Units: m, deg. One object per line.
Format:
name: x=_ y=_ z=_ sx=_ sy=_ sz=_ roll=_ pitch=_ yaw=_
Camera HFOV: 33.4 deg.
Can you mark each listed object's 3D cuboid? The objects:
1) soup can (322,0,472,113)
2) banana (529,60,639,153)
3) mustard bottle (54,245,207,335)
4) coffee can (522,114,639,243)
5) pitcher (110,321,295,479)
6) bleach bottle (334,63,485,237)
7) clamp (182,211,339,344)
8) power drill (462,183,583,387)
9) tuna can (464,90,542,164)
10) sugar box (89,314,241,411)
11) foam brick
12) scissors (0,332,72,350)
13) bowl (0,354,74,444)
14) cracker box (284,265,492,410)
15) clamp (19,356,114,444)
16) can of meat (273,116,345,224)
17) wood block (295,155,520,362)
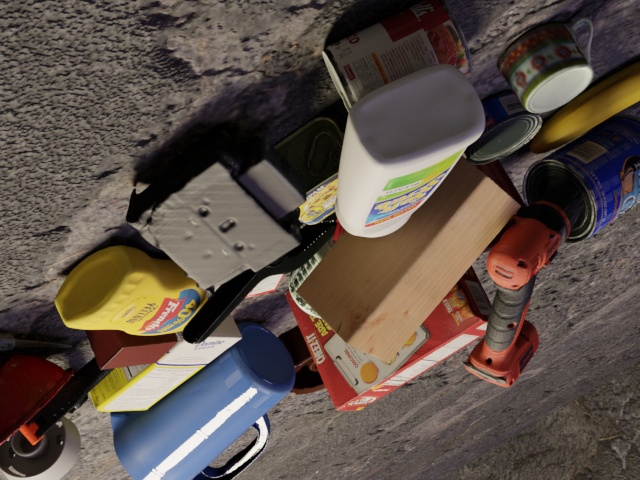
soup can: x=0.061 y=-0.144 z=0.852 sx=0.102 sy=0.068 sz=0.068 roll=-25 pitch=159 yaw=0
banana: x=0.316 y=-0.151 z=1.158 sx=0.198 sy=0.037 sz=0.069 roll=-29 pitch=158 yaw=8
mustard bottle: x=-0.170 y=0.057 z=1.073 sx=0.096 sy=0.058 sz=0.191 roll=-40 pitch=156 yaw=16
coffee can: x=0.314 y=-0.071 z=1.210 sx=0.140 sy=0.103 sz=0.103 roll=-29 pitch=163 yaw=-31
pitcher: x=-0.139 y=0.217 z=1.374 sx=0.243 sy=0.145 sz=0.149 roll=-41 pitch=155 yaw=27
bleach bottle: x=0.064 y=-0.057 z=0.899 sx=0.102 sy=0.068 sz=0.251 roll=-23 pitch=166 yaw=-8
clamp: x=-0.057 y=0.001 z=1.064 sx=0.209 sy=0.036 sz=0.164 roll=-31 pitch=145 yaw=-24
power drill: x=0.214 y=0.046 z=1.120 sx=0.184 sy=0.057 sz=0.188 roll=-37 pitch=142 yaw=-46
tuna can: x=0.181 y=-0.116 z=1.095 sx=0.086 sy=0.034 sz=0.086 roll=-22 pitch=158 yaw=-9
sugar box: x=-0.187 y=0.143 z=1.272 sx=0.176 sy=0.048 sz=0.093 roll=-40 pitch=155 yaw=23
foam brick: x=-0.203 y=0.102 z=1.149 sx=0.078 sy=0.053 sz=0.051 roll=0 pitch=147 yaw=-47
scissors: x=-0.311 y=0.091 z=1.055 sx=0.201 sy=0.016 sz=0.096 roll=-1 pitch=148 yaw=-47
bowl: x=-0.333 y=0.168 z=1.099 sx=0.162 sy=0.055 sz=0.162 roll=-38 pitch=-170 yaw=8
cracker box: x=0.084 y=0.080 z=1.261 sx=0.214 sy=0.164 sz=0.072 roll=-35 pitch=154 yaw=23
clamp: x=-0.277 y=0.171 z=1.174 sx=0.120 sy=0.039 sz=0.171 roll=-47 pitch=177 yaw=40
can of meat: x=-0.004 y=-0.061 z=0.987 sx=0.102 sy=0.057 sz=0.083 roll=-33 pitch=159 yaw=18
wood block: x=0.087 y=0.008 z=1.052 sx=0.206 sy=0.091 sz=0.090 roll=-51 pitch=144 yaw=7
